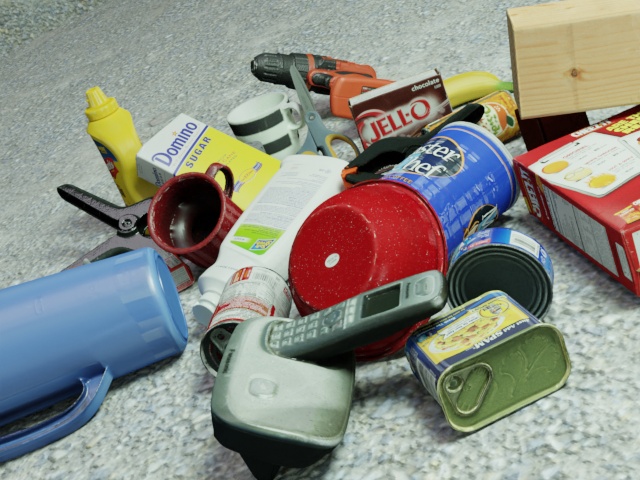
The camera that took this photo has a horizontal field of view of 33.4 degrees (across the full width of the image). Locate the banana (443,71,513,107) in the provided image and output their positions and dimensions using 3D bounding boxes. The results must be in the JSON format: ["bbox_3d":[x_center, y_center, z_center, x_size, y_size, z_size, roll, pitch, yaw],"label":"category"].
[{"bbox_3d":[0.143,-0.168,1.326,0.197,0.037,0.070,-27,24,-9],"label":"banana"}]

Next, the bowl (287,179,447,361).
[{"bbox_3d":[0.026,0.020,0.909,0.162,0.162,0.055,-12,-19,36],"label":"bowl"}]

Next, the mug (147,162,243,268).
[{"bbox_3d":[-0.125,-0.028,1.166,0.093,0.081,0.117,13,77,25],"label":"mug"}]

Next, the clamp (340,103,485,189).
[{"bbox_3d":[0.108,-0.091,1.132,0.171,0.039,0.120,-4,48,9],"label":"clamp"}]

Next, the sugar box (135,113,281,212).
[{"bbox_3d":[-0.124,-0.081,1.265,0.176,0.048,0.093,28,53,19],"label":"sugar box"}]

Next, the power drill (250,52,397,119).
[{"bbox_3d":[0.016,-0.208,1.414,0.184,0.057,0.188,2,20,-23],"label":"power drill"}]

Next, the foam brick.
[{"bbox_3d":[0.237,-0.104,1.068,0.051,0.078,0.053,-28,25,-7],"label":"foam brick"}]

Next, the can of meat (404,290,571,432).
[{"bbox_3d":[0.122,0.087,0.804,0.102,0.057,0.084,-25,22,-7],"label":"can of meat"}]

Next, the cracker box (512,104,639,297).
[{"bbox_3d":[0.286,-0.045,0.915,0.164,0.072,0.214,-23,23,-5],"label":"cracker box"}]

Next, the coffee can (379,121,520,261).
[{"bbox_3d":[0.107,-0.034,1.007,0.140,0.103,0.103,-38,29,-30],"label":"coffee can"}]

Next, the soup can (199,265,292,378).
[{"bbox_3d":[-0.066,0.076,0.972,0.069,0.068,0.102,-15,25,16],"label":"soup can"}]

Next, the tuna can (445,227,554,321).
[{"bbox_3d":[0.144,0.033,0.859,0.086,0.086,0.033,-12,25,21],"label":"tuna can"}]

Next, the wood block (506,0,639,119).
[{"bbox_3d":[0.284,-0.180,0.996,0.206,0.091,0.090,-6,22,8],"label":"wood block"}]

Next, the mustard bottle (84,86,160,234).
[{"bbox_3d":[-0.244,-0.103,1.335,0.058,0.191,0.096,-29,25,-15],"label":"mustard bottle"}]

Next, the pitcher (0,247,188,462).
[{"bbox_3d":[-0.254,0.103,1.027,0.243,0.149,0.145,-19,9,0],"label":"pitcher"}]

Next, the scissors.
[{"bbox_3d":[-0.021,-0.132,1.313,0.096,0.016,0.202,-38,55,0],"label":"scissors"}]

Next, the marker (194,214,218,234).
[{"bbox_3d":[-0.138,-0.023,1.229,0.121,0.020,0.020,31,53,28],"label":"marker"}]

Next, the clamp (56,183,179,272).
[{"bbox_3d":[-0.231,-0.017,1.276,0.210,0.036,0.164,-11,54,2],"label":"clamp"}]

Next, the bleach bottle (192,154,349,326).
[{"bbox_3d":[-0.057,0.001,1.120,0.103,0.068,0.250,6,38,34],"label":"bleach bottle"}]

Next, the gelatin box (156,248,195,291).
[{"bbox_3d":[-0.191,0.047,1.183,0.089,0.030,0.073,-30,24,-14],"label":"gelatin box"}]

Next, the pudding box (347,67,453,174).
[{"bbox_3d":[0.098,-0.139,1.242,0.113,0.090,0.039,-21,24,3],"label":"pudding box"}]
